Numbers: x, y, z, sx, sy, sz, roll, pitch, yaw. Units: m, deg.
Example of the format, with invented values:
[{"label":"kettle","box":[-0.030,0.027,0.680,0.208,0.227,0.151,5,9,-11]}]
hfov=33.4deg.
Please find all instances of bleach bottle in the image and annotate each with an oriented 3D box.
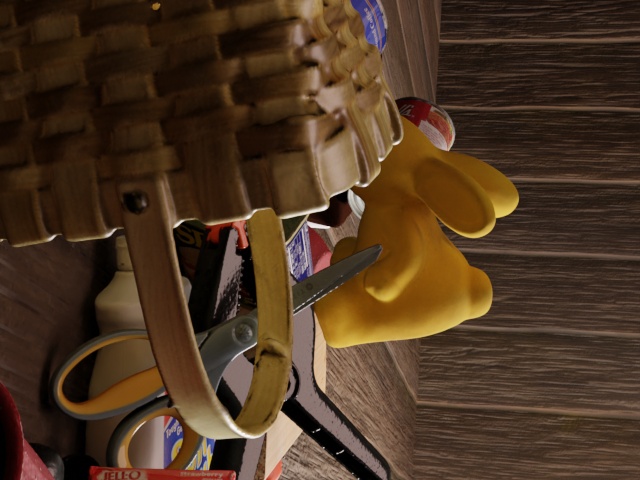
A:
[{"label":"bleach bottle","box":[-0.101,0.122,0.628,0.102,0.068,0.251,-14,101,-64]}]

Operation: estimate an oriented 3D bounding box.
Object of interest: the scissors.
[{"label":"scissors","box":[-0.046,0.072,0.590,0.016,0.201,0.096,173,-97,-72]}]

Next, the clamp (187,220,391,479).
[{"label":"clamp","box":[-0.039,0.093,0.631,0.164,0.036,0.210,-29,107,-43]}]
